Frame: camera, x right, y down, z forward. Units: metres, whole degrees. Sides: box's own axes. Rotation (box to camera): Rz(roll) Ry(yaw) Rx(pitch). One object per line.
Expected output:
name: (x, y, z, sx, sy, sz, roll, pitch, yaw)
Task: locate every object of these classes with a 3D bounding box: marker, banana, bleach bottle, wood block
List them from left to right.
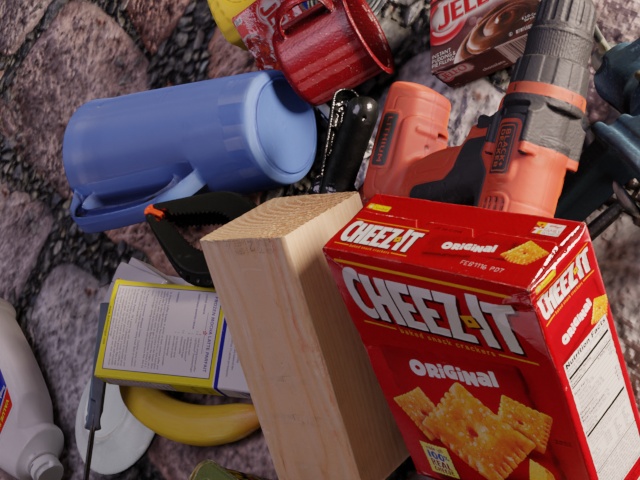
bleach bottle: (-0.336, 0.168, 1.159, 0.102, 0.068, 0.251, -55, 48, 9)
banana: (-0.131, 0.152, 0.990, 0.198, 0.037, 0.069, 21, 98, 39)
wood block: (-0.003, 0.076, 0.801, 0.090, 0.090, 0.206, -2, 111, 41)
marker: (0.013, -0.117, 1.003, 0.020, 0.020, 0.121, -50, 46, 13)

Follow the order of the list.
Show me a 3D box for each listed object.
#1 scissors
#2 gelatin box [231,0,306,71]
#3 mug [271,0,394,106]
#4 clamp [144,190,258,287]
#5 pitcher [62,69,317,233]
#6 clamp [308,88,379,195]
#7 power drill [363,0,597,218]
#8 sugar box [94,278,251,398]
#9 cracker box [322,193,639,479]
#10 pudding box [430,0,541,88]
scissors: (-0.211, 0.158, 1.004, 0.096, 0.016, 0.202, 180, 96, -82)
gelatin box: (-0.037, -0.201, 1.052, 0.073, 0.030, 0.089, -30, 84, 27)
mug: (0.004, -0.180, 0.964, 0.082, 0.117, 0.093, -27, 51, 20)
clamp: (-0.056, 0.001, 0.935, 0.210, 0.036, 0.164, 25, 67, 24)
pitcher: (-0.130, -0.085, 1.040, 0.243, 0.144, 0.149, -7, 83, 37)
clamp: (0.012, -0.042, 0.849, 0.120, 0.039, 0.171, -144, 65, -87)
power drill: (0.110, -0.081, 0.751, 0.188, 0.057, 0.184, 5, 78, 63)
sugar box: (-0.104, 0.089, 0.947, 0.176, 0.048, 0.093, 5, 73, 11)
cracker box: (0.110, 0.082, 0.694, 0.164, 0.213, 0.072, 10, 45, 44)
pudding box: (0.146, -0.190, 0.903, 0.114, 0.039, 0.090, -17, 60, 36)
